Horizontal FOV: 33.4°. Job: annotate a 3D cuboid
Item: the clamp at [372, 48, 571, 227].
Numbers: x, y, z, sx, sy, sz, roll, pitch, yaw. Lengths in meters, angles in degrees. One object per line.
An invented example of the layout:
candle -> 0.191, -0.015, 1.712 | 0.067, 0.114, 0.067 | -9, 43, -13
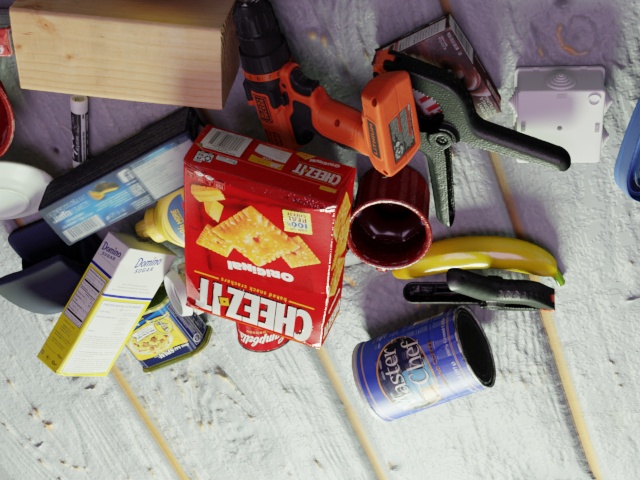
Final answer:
clamp -> 0.122, -0.103, 1.067 | 0.210, 0.036, 0.165 | 38, 134, -16

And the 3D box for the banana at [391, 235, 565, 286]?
banana -> 0.180, 0.024, 1.202 | 0.198, 0.037, 0.070 | 4, 127, 6

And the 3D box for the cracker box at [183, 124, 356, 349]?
cracker box -> -0.057, 0.001, 1.106 | 0.164, 0.072, 0.214 | 17, 134, 12

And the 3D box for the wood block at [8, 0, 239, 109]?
wood block -> -0.190, -0.198, 1.061 | 0.206, 0.090, 0.090 | 6, 128, 4

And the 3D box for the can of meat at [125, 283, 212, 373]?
can of meat -> -0.199, 0.106, 1.317 | 0.102, 0.057, 0.084 | -22, 118, 23

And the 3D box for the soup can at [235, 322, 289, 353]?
soup can -> -0.072, 0.074, 1.263 | 0.068, 0.068, 0.102 | 0, 126, 10

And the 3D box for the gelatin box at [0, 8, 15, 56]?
gelatin box -> -0.332, -0.210, 1.076 | 0.073, 0.089, 0.030 | 1, 117, 8

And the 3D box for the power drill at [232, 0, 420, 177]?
power drill -> 0.002, -0.147, 1.038 | 0.188, 0.057, 0.184 | 24, 147, 34

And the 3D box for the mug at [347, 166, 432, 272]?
mug -> 0.075, -0.020, 1.157 | 0.093, 0.081, 0.117 | 7, 128, 4

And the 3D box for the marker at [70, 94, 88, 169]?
marker -> -0.268, -0.107, 1.189 | 0.020, 0.020, 0.121 | 10, 128, 2

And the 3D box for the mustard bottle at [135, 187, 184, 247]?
mustard bottle -> -0.123, -0.038, 1.193 | 0.192, 0.058, 0.096 | -17, 128, 21

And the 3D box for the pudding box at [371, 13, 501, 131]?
pudding box -> 0.118, -0.159, 1.071 | 0.090, 0.039, 0.113 | -23, 120, 25

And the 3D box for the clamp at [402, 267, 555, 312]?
clamp -> 0.187, 0.056, 1.175 | 0.171, 0.039, 0.120 | 3, 173, -11

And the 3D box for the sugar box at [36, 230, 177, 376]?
sugar box -> -0.247, 0.075, 1.240 | 0.048, 0.093, 0.176 | 34, 100, 27

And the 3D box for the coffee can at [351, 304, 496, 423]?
coffee can -> 0.122, 0.147, 1.264 | 0.140, 0.102, 0.102 | -23, 120, 24
